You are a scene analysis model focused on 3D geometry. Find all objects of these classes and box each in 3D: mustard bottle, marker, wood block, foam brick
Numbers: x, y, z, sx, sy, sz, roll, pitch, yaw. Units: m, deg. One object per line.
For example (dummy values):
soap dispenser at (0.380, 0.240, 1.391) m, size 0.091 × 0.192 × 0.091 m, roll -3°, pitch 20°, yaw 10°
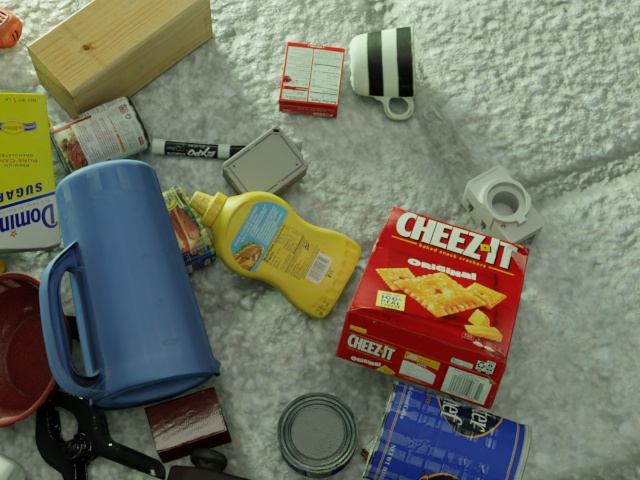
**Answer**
mustard bottle at (-0.058, 0.001, 1.173) m, size 0.191 × 0.058 × 0.096 m, roll 30°, pitch 82°, yaw -7°
marker at (-0.140, -0.108, 1.272) m, size 0.121 × 0.020 × 0.020 m, roll 4°, pitch 66°, yaw 1°
wood block at (-0.239, -0.242, 1.292) m, size 0.206 × 0.090 × 0.091 m, roll -39°, pitch 73°, yaw -17°
foam brick at (-0.138, 0.193, 1.120) m, size 0.078 × 0.053 × 0.051 m, roll -16°, pitch 67°, yaw -8°

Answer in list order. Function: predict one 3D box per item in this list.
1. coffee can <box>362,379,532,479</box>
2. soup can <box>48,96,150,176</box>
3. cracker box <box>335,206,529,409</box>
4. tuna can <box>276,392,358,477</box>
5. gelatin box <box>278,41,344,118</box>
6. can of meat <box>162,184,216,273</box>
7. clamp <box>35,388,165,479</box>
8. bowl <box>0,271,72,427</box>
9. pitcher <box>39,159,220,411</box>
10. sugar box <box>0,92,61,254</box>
coffee can at (0.123, 0.207, 1.047) m, size 0.140 × 0.103 × 0.102 m, roll 19°, pitch 67°, yaw 5°
soup can at (-0.259, -0.120, 1.249) m, size 0.102 × 0.068 × 0.068 m, roll -25°, pitch 69°, yaw -12°
cracker box at (0.124, 0.062, 1.119) m, size 0.164 × 0.072 × 0.213 m, roll 18°, pitch 35°, yaw 7°
tuna can at (-0.003, 0.206, 1.126) m, size 0.086 × 0.034 × 0.086 m, roll 0°, pitch 66°, yaw -1°
gelatin box at (-0.010, -0.196, 1.307) m, size 0.073 × 0.030 × 0.089 m, roll 6°, pitch 66°, yaw 1°
can of meat at (-0.175, -0.004, 1.206) m, size 0.083 × 0.057 × 0.102 m, roll -24°, pitch 69°, yaw -14°
clamp at (-0.236, 0.216, 1.106) m, size 0.120 × 0.039 × 0.171 m, roll -30°, pitch 66°, yaw -2°
bowl at (-0.315, 0.117, 1.117) m, size 0.162 × 0.055 × 0.162 m, roll -7°, pitch 74°, yaw 26°
pitcher at (-0.202, 0.046, 1.085) m, size 0.145 × 0.149 × 0.243 m, roll -17°, pitch 76°, yaw 1°
sugar box at (-0.346, -0.074, 1.191) m, size 0.093 × 0.048 × 0.176 m, roll -5°, pitch 84°, yaw -37°
